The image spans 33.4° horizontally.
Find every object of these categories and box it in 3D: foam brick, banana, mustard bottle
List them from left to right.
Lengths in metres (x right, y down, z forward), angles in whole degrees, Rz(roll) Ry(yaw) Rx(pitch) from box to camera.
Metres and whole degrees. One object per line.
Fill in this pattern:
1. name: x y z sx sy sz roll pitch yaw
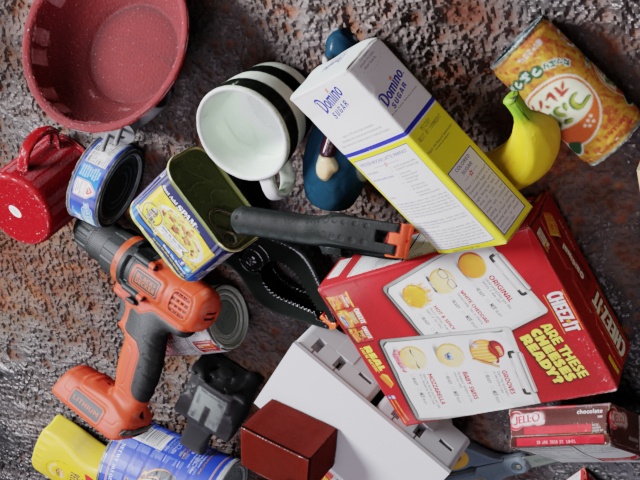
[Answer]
1. mustard bottle: -0.261 0.297 1.313 0.191 0.058 0.096 32 133 7
2. foam brick: -0.031 0.199 1.027 0.078 0.051 0.053 22 128 23
3. banana: 0.131 -0.063 0.818 0.069 0.037 0.198 40 157 -5

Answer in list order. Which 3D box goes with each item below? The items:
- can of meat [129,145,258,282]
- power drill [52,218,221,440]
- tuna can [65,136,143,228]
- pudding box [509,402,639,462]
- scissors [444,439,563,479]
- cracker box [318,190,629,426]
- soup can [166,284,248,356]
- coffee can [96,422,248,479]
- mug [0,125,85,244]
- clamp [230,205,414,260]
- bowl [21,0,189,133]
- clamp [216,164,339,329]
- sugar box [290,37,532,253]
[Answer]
1. can of meat: -0.115 -0.021 0.967 0.102 0.057 0.084 53 135 -1
2. power drill: -0.198 0.085 1.048 0.185 0.057 0.188 33 110 27
3. tuna can: -0.204 -0.055 1.015 0.034 0.086 0.086 24 130 11
4. pudding box: 0.226 0.166 0.912 0.090 0.039 0.113 -9 158 35
5. scissors: 0.173 0.203 1.024 0.096 0.016 0.202 46 132 -6
6. cracker box: 0.130 0.065 0.916 0.214 0.072 0.164 -18 112 36
7. soup can: -0.132 0.082 1.081 0.102 0.068 0.068 -9 117 34
8. coffee can: -0.167 0.272 1.211 0.140 0.102 0.103 19 129 18
9. mug: -0.277 -0.058 1.058 0.093 0.081 0.117 23 130 15
10. clamp: 0.005 -0.006 0.886 0.172 0.120 0.039 -2 83 60
11. bowl: -0.172 -0.166 0.911 0.162 0.055 0.162 -2 84 21
12. clamp: -0.057 0.001 1.002 0.210 0.036 0.165 36 133 8
13. sugar box: 0.067 -0.067 0.796 0.176 0.048 0.093 48 156 -15
